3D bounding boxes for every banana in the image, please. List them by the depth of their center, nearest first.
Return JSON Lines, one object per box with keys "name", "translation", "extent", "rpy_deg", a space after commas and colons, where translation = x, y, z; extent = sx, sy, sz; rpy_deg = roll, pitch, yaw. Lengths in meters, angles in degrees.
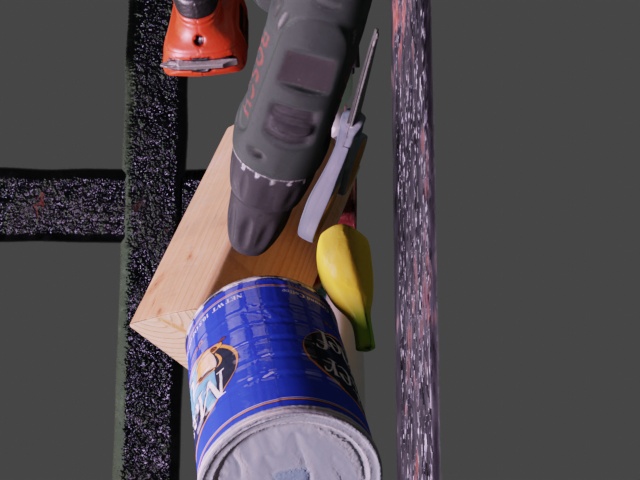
{"name": "banana", "translation": [0.016, 0.022, 0.747], "extent": [0.198, 0.037, 0.069], "rpy_deg": [-90, 1, -81]}

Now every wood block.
{"name": "wood block", "translation": [-0.055, 0.001, 0.858], "extent": [0.090, 0.090, 0.206], "rpy_deg": [42, -127, -29]}

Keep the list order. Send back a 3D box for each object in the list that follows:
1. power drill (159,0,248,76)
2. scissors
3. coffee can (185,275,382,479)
{"name": "power drill", "translation": [-0.083, -0.216, 0.689], "extent": [0.184, 0.057, 0.188], "rpy_deg": [-89, -5, -51]}
{"name": "scissors", "translation": [0.011, -0.057, 0.701], "extent": [0.096, 0.016, 0.202], "rpy_deg": [-62, -6, -12]}
{"name": "coffee can", "translation": [-0.027, 0.100, 0.641], "extent": [0.140, 0.102, 0.103], "rpy_deg": [-108, 15, -59]}
